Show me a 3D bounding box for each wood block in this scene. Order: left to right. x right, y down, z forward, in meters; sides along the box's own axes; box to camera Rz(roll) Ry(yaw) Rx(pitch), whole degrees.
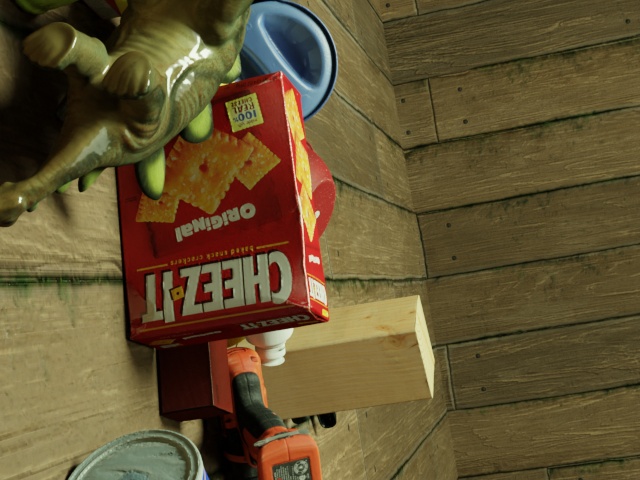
[{"bbox_3d":[0.017,0.133,1.203,0.090,0.206,0.091,-72,149,-66],"label":"wood block"}]

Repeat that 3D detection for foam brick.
[{"bbox_3d":[-0.115,0.120,0.969,0.053,0.051,0.078,47,34,-67],"label":"foam brick"}]

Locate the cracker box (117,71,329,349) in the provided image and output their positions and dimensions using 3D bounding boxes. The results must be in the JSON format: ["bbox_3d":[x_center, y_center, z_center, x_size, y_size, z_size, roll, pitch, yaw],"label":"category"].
[{"bbox_3d":[-0.090,-0.024,0.932,0.072,0.164,0.214,39,42,-70],"label":"cracker box"}]

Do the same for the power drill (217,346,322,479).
[{"bbox_3d":[-0.053,0.213,1.017,0.188,0.057,0.184,-145,-136,-64],"label":"power drill"}]

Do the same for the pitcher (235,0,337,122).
[{"bbox_3d":[-0.060,-0.183,1.193,0.149,0.145,0.243,-57,-170,3],"label":"pitcher"}]

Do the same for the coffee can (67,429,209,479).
[{"bbox_3d":[-0.113,0.221,0.766,0.102,0.103,0.140,-82,159,-55],"label":"coffee can"}]
